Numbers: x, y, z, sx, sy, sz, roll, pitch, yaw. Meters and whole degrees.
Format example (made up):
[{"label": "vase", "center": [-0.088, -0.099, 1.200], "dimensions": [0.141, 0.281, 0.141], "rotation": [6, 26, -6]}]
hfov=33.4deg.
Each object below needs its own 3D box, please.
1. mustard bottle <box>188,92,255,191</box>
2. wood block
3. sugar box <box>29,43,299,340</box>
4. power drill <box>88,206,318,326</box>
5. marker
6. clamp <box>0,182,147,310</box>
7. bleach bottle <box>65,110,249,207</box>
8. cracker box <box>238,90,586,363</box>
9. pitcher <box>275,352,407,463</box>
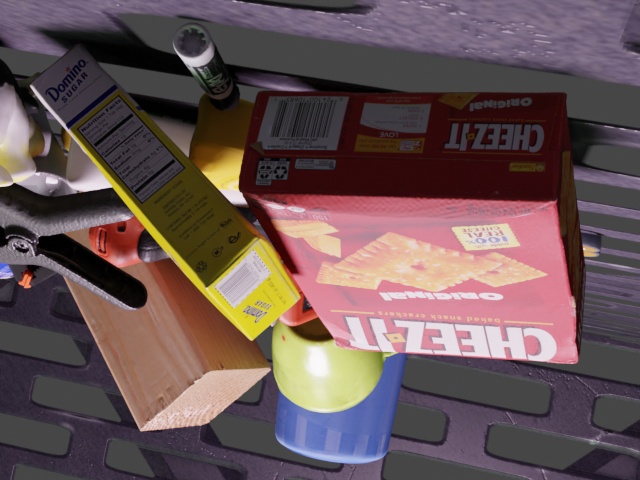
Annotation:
[{"label": "mustard bottle", "center": [0.013, -0.047, 0.692], "dimensions": [0.191, 0.058, 0.096], "rotation": [11, 168, -4]}, {"label": "wood block", "center": [-0.143, 0.050, 0.917], "dimensions": [0.090, 0.206, 0.090], "rotation": [-42, 155, 22]}, {"label": "sugar box", "center": [-0.090, -0.028, 0.616], "dimensions": [0.176, 0.048, 0.093], "rotation": [43, 171, 25]}, {"label": "power drill", "center": [-0.055, 0.001, 0.828], "dimensions": [0.188, 0.057, 0.184], "rotation": [17, -157, 33]}, {"label": "marker", "center": [-0.060, -0.092, 0.581], "dimensions": [0.020, 0.020, 0.121], "rotation": [11, 175, 4]}, {"label": "clamp", "center": [-0.196, -0.013, 0.741], "dimensions": [0.171, 0.039, 0.120], "rotation": [17, 134, -4]}, {"label": "bleach bottle", "center": [-0.055, -0.051, 0.790], "dimensions": [0.250, 0.068, 0.102], "rotation": [9, -178, -8]}, {"label": "cracker box", "center": [0.064, 0.001, 0.615], "dimensions": [0.164, 0.072, 0.213], "rotation": [3, 153, 18]}, {"label": "pitcher", "center": [0.022, 0.076, 1.008], "dimensions": [0.145, 0.243, 0.149], "rotation": [9, -178, 16]}]
